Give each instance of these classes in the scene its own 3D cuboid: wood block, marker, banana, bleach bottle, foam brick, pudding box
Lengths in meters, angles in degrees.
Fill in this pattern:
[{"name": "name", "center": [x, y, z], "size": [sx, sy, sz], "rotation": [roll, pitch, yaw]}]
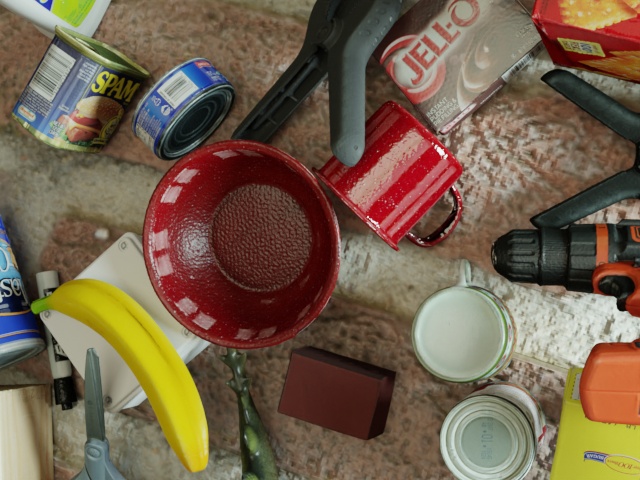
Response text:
[{"name": "wood block", "center": [-0.284, 0.228, 0.899], "size": [0.091, 0.090, 0.206], "rotation": [-3, 86, 15]}, {"name": "marker", "center": [-0.229, 0.087, 0.925], "size": [0.020, 0.020, 0.121], "rotation": [-11, 84, 15]}, {"name": "banana", "center": [-0.145, 0.091, 0.835], "size": [0.198, 0.037, 0.070], "rotation": [43, 126, 16]}, {"name": "bleach bottle", "center": [-0.245, -0.228, 0.824], "size": [0.068, 0.250, 0.102], "rotation": [30, 96, 15]}, {"name": "foam brick", "center": [0.014, 0.119, 0.836], "size": [0.078, 0.053, 0.051], "rotation": [15, 92, 16]}, {"name": "pudding box", "center": [0.107, -0.151, 0.829], "size": [0.113, 0.039, 0.090], "rotation": [-41, 77, 11]}]

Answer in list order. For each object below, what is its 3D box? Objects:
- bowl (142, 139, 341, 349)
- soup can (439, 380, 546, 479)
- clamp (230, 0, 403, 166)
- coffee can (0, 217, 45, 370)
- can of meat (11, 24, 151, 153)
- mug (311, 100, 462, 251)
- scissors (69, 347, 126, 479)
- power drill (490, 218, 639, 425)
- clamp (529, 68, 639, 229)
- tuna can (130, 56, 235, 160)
[{"name": "bowl", "center": [-0.055, 0.001, 0.836], "size": [0.162, 0.055, 0.162], "rotation": [2, 98, 15]}, {"name": "soup can", "center": [0.127, 0.140, 0.777], "size": [0.068, 0.102, 0.068], "rotation": [-1, 88, 16]}, {"name": "clamp", "center": [0.006, -0.149, 0.838], "size": [0.165, 0.036, 0.210], "rotation": [0, 65, 52]}, {"name": "coffee can", "center": [-0.305, 0.042, 0.906], "size": [0.103, 0.102, 0.140], "rotation": [-23, 81, 14]}, {"name": "can of meat", "center": [-0.199, -0.122, 0.885], "size": [0.057, 0.102, 0.084], "rotation": [35, 99, 14]}, {"name": "mug", "center": [0.062, -0.044, 0.819], "size": [0.117, 0.093, 0.081], "rotation": [42, 95, -17]}, {"name": "scissors", "center": [-0.165, 0.181, 0.863], "size": [0.096, 0.016, 0.202], "rotation": [23, 121, 3]}, {"name": "power drill", "center": [0.207, 0.046, 0.719], "size": [0.184, 0.187, 0.057], "rotation": [0, 121, 10]}, {"name": "clamp", "center": [0.237, -0.072, 0.785], "size": [0.171, 0.039, 0.120], "rotation": [-5, 102, 11]}, {"name": "tuna can", "center": [-0.110, -0.105, 0.866], "size": [0.034, 0.086, 0.086], "rotation": [45, 99, 12]}]
